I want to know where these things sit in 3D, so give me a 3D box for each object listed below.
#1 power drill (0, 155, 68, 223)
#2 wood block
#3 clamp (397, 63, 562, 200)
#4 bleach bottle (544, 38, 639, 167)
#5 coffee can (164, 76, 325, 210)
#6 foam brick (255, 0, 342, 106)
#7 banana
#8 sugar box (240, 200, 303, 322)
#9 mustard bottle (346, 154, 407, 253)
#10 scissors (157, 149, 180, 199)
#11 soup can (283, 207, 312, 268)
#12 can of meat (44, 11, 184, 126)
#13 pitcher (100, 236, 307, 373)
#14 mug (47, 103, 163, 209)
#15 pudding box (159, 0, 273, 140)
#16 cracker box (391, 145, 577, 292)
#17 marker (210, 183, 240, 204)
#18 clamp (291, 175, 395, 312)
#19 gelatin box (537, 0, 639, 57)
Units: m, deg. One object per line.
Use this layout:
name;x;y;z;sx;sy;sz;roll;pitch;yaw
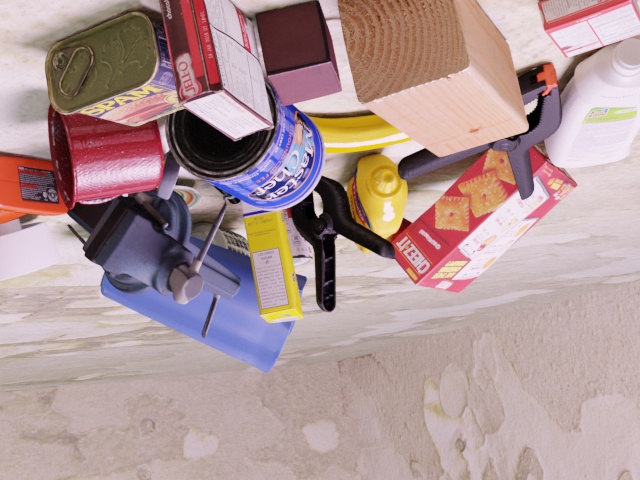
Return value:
power drill;-0.363;-0.035;1.071;0.188;0.057;0.184;-14;172;32
wood block;0.099;-0.140;0.879;0.091;0.090;0.205;-16;167;20
clamp;0.200;-0.109;1.129;0.164;0.036;0.210;12;146;-23
bleach bottle;0.300;-0.145;1.104;0.102;0.068;0.251;-10;166;-1
coffee can;-0.063;-0.089;0.951;0.103;0.103;0.140;-13;168;14
foam brick;-0.016;-0.147;0.844;0.053;0.051;0.078;-12;169;5
banana;0.047;-0.115;1.087;0.197;0.037;0.070;-7;168;-17
sugar box;-0.058;0.001;1.206;0.048;0.176;0.093;-9;169;3
mustard bottle;0.067;-0.050;1.268;0.058;0.096;0.192;-8;168;-7
scissors;-0.141;-0.094;1.038;0.016;0.096;0.202;17;-166;-11
soup can;-0.050;-0.019;1.298;0.068;0.102;0.068;-10;168;-2
can of meat;-0.143;-0.127;0.815;0.102;0.057;0.083;-15;170;26
pitcher;-0.151;0.069;1.356;0.242;0.149;0.145;23;-165;-6
mug;-0.189;-0.072;0.939;0.081;0.093;0.117;-10;146;-23
pudding box;-0.075;-0.130;0.774;0.039;0.090;0.113;-14;168;16
cracker box;0.203;-0.033;1.329;0.214;0.072;0.164;-44;157;15
marker;-0.111;-0.063;1.243;0.020;0.020;0.121;-12;169;6
clamp;0.007;-0.005;1.238;0.120;0.171;0.039;-47;146;20
gelatin box;0.231;-0.190;0.906;0.073;0.030;0.089;-17;167;22
